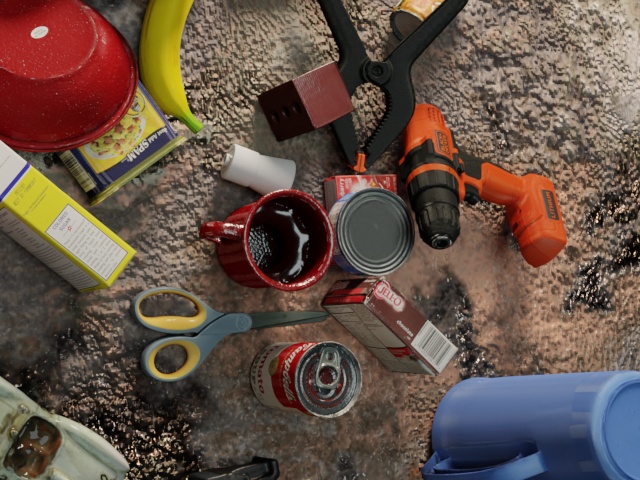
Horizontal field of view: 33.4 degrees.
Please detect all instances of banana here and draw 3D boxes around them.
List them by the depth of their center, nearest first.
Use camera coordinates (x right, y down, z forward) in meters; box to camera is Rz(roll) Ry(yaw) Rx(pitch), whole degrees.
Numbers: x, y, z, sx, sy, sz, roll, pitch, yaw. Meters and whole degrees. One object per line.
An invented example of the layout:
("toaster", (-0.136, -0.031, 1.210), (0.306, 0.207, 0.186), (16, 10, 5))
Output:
("banana", (-0.133, -0.201, 0.998), (0.069, 0.037, 0.198), (14, 79, -40))

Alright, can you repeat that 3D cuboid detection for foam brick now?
("foam brick", (-0.014, -0.133, 1.028), (0.051, 0.078, 0.053), (-29, 99, -28))

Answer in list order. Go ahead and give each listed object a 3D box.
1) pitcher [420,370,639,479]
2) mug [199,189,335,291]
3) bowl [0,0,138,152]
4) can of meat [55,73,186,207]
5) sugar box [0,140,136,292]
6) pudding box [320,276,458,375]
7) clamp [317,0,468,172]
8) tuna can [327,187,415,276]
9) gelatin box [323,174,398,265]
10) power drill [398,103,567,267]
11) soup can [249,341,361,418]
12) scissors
("pitcher", (0.216, 0.193, 1.024), (0.145, 0.243, 0.149), (28, 67, -19))
("mug", (-0.056, 0.001, 0.991), (0.117, 0.082, 0.093), (9, 81, -27))
("bowl", (-0.233, -0.155, 0.891), (0.162, 0.055, 0.162), (5, 61, -9))
("can of meat", (-0.186, -0.093, 0.947), (0.102, 0.058, 0.084), (-40, 101, -25))
("sugar box", (-0.244, -0.027, 0.889), (0.176, 0.093, 0.048), (44, 67, -18))
("pudding box", (0.066, 0.084, 1.043), (0.113, 0.090, 0.039), (46, 69, -17))
("clamp", (0.064, -0.173, 1.066), (0.164, 0.036, 0.210), (2, 97, -6))
("tuna can", (0.047, -0.007, 1.038), (0.086, 0.034, 0.086), (2, 85, -26))
("gelatin box", (0.044, -0.021, 1.075), (0.073, 0.030, 0.089), (-3, 87, -28))
("power drill", (0.164, -0.040, 1.087), (0.187, 0.057, 0.184), (25, 42, -28))
("soup can", (-0.015, 0.127, 0.989), (0.068, 0.102, 0.068), (3, 84, -27))
("scissors", (-0.086, 0.095, 1.005), (0.201, 0.016, 0.096), (15, 80, -26))
